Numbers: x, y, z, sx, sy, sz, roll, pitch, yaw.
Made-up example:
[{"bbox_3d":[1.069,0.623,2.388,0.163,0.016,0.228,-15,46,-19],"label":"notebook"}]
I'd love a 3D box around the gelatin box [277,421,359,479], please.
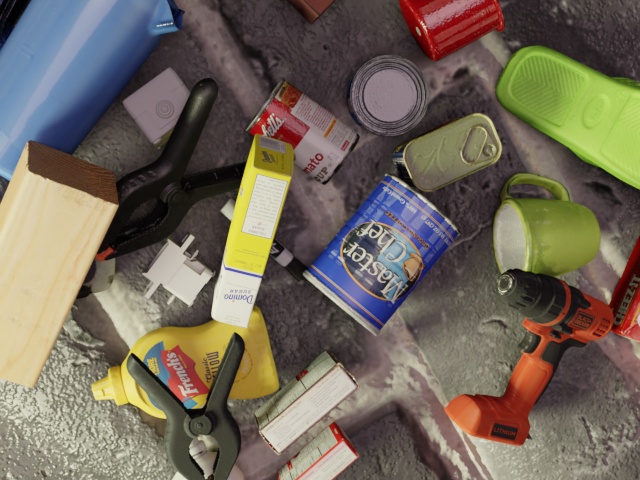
[{"bbox_3d":[-0.004,0.242,1.149,0.089,0.073,0.030,-41,98,-3],"label":"gelatin box"}]

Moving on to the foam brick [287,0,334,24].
[{"bbox_3d":[-0.007,-0.264,1.108,0.053,0.078,0.051,44,90,-8],"label":"foam brick"}]

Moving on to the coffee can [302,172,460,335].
[{"bbox_3d":[0.064,0.015,1.126,0.102,0.103,0.140,40,89,-8],"label":"coffee can"}]

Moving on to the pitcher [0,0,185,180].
[{"bbox_3d":[-0.262,-0.181,1.067,0.144,0.149,0.243,35,93,-26],"label":"pitcher"}]

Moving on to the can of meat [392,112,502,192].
[{"bbox_3d":[0.131,-0.093,1.135,0.102,0.084,0.057,-25,97,-5],"label":"can of meat"}]

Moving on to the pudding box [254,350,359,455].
[{"bbox_3d":[-0.017,0.171,1.134,0.113,0.090,0.039,-42,98,-3],"label":"pudding box"}]

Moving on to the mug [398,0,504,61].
[{"bbox_3d":[0.130,-0.251,1.128,0.081,0.093,0.117,-29,66,1],"label":"mug"}]

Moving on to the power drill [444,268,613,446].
[{"bbox_3d":[0.212,0.124,1.132,0.184,0.057,0.188,21,107,-40],"label":"power drill"}]

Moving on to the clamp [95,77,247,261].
[{"bbox_3d":[-0.152,-0.062,1.073,0.210,0.164,0.036,-36,54,-8],"label":"clamp"}]

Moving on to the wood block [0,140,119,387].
[{"bbox_3d":[-0.276,0.022,1.020,0.090,0.091,0.206,21,108,-23],"label":"wood block"}]

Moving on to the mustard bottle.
[{"bbox_3d":[-0.146,0.136,1.132,0.191,0.058,0.096,-14,101,-5],"label":"mustard bottle"}]

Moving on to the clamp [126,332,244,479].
[{"bbox_3d":[-0.117,0.177,1.094,0.120,0.039,0.171,-18,102,1],"label":"clamp"}]

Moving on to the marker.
[{"bbox_3d":[-0.058,0.001,1.152,0.121,0.020,0.020,43,88,-8],"label":"marker"}]

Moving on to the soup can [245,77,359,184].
[{"bbox_3d":[-0.018,-0.114,1.123,0.102,0.068,0.068,36,89,-8],"label":"soup can"}]

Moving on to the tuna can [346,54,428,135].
[{"bbox_3d":[0.071,-0.155,1.148,0.086,0.034,0.086,-1,95,-7],"label":"tuna can"}]

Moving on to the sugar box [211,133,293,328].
[{"bbox_3d":[-0.070,-0.010,1.083,0.048,0.093,0.176,16,114,-9],"label":"sugar box"}]
